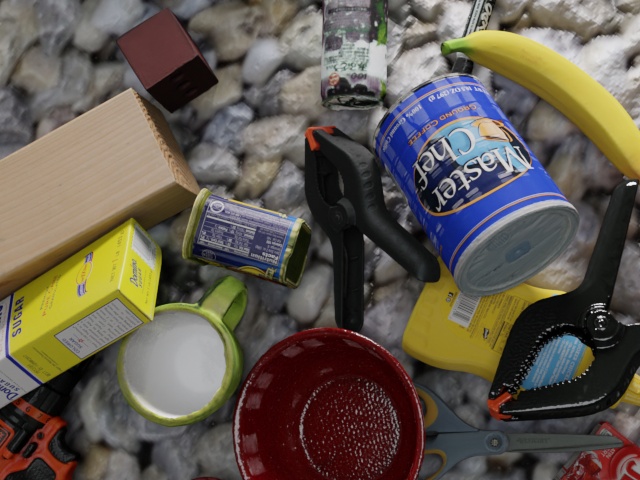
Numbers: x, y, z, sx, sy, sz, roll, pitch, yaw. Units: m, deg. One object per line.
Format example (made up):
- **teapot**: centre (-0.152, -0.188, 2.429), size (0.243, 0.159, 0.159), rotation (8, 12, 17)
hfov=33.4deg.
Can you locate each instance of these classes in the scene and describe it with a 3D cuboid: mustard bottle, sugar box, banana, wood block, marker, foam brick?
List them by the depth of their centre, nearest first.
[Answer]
- **mustard bottle**: centre (0.167, 0.082, 0.837), size (0.192, 0.058, 0.096), rotation (24, 74, 10)
- **sugar box**: centre (-0.208, 0.061, 0.848), size (0.176, 0.093, 0.048), rotation (-28, 122, 18)
- **banana**: centre (0.190, -0.116, 0.858), size (0.198, 0.037, 0.069), rotation (33, 60, 6)
- **wood block**: centre (-0.215, -0.031, 0.888), size (0.206, 0.090, 0.091), rotation (-28, 81, 5)
- **marker**: centre (0.131, -0.180, 0.890), size (0.020, 0.020, 0.121), rotation (18, 87, 9)
- **foam brick**: centre (-0.127, -0.150, 0.894), size (0.053, 0.078, 0.051), rotation (-32, 79, 3)

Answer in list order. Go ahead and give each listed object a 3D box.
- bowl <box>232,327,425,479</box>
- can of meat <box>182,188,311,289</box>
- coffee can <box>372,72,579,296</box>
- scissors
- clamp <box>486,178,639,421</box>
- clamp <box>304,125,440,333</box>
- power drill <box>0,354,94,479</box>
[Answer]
- **bowl**: centre (0.013, 0.151, 0.842), size (0.162, 0.055, 0.162), rotation (-3, 82, 24)
- **can of meat**: centre (-0.056, 0.001, 0.857), size (0.084, 0.102, 0.057), rotation (16, 85, 7)
- **coffee can**: centre (0.116, -0.043, 0.814), size (0.103, 0.102, 0.140), rotation (-31, 60, 4)
- **scissors**: centre (0.126, 0.143, 0.846), size (0.202, 0.016, 0.096), rotation (-19, 76, 14)
- **clamp**: centre (0.205, 0.056, 0.788), size (0.210, 0.036, 0.165), rotation (-30, 61, 0)
- **clamp**: centre (0.024, -0.010, 0.866), size (0.120, 0.039, 0.171), rotation (-45, 59, 36)
- **power drill**: centre (-0.197, 0.186, 0.881), size (0.188, 0.057, 0.184), rotation (36, 87, 12)
